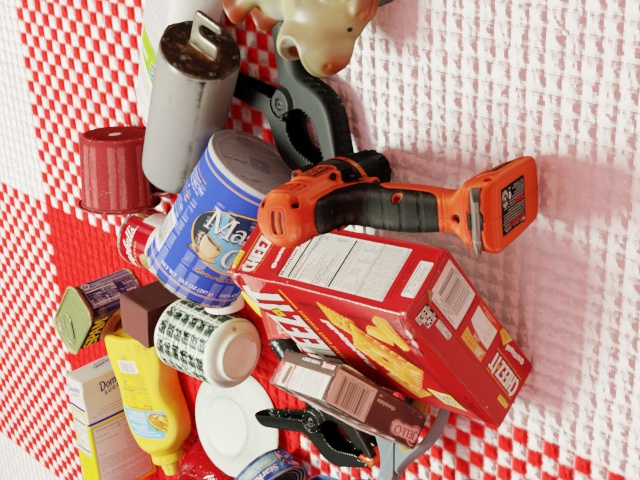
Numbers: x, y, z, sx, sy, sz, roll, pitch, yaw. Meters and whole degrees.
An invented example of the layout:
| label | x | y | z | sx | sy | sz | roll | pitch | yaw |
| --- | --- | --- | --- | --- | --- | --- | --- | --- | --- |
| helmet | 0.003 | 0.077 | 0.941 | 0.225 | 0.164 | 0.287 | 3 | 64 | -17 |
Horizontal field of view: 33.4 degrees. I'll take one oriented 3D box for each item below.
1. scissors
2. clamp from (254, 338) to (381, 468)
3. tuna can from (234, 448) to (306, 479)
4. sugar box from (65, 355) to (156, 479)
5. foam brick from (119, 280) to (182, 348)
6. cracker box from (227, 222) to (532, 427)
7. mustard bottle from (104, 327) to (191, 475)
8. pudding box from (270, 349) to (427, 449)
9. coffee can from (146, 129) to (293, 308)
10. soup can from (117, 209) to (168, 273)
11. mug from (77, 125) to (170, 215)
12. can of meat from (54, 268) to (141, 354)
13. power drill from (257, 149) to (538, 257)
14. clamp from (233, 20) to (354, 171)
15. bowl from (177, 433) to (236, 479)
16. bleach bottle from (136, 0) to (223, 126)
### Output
| label | x | y | z | sx | sy | sz | roll | pitch | yaw |
| --- | --- | --- | --- | --- | --- | --- | --- | --- | --- |
| scissors | 0.052 | 0.210 | 0.973 | 0.202 | 0.016 | 0.096 | -58 | 33 | 3 |
| clamp | -0.005 | 0.184 | 1.097 | 0.172 | 0.039 | 0.120 | 42 | 137 | 28 |
| tuna can | -0.058 | 0.268 | 1.164 | 0.034 | 0.085 | 0.086 | 44 | 136 | 30 |
| sugar box | -0.272 | 0.240 | 1.396 | 0.048 | 0.093 | 0.176 | 15 | 118 | 45 |
| foam brick | -0.183 | 0.081 | 1.226 | 0.053 | 0.078 | 0.051 | 28 | 126 | 39 |
| cracker box | 0.047 | 0.066 | 0.895 | 0.214 | 0.072 | 0.164 | 11 | 150 | 46 |
| mustard bottle | -0.206 | 0.203 | 1.327 | 0.096 | 0.058 | 0.191 | -1 | 107 | 39 |
| pudding box | 0.025 | 0.140 | 0.942 | 0.113 | 0.039 | 0.090 | 35 | 164 | -30 |
| coffee can | -0.090 | -0.020 | 1.017 | 0.103 | 0.102 | 0.140 | 47 | 120 | 24 |
| soup can | -0.168 | 0.009 | 1.181 | 0.102 | 0.068 | 0.068 | 21 | 123 | 42 |
| mug | -0.214 | -0.079 | 1.187 | 0.117 | 0.093 | 0.081 | 6 | 110 | 15 |
| can of meat | -0.275 | 0.086 | 1.331 | 0.057 | 0.083 | 0.102 | 54 | 140 | 17 |
| power drill | 0.069 | -0.035 | 0.830 | 0.188 | 0.184 | 0.057 | 1 | 109 | 28 |
| clamp | -0.024 | -0.136 | 0.965 | 0.210 | 0.036 | 0.165 | 55 | 141 | 21 |
| bowl | -0.125 | 0.311 | 1.289 | 0.162 | 0.055 | 0.162 | 26 | 126 | 41 |
| bleach bottle | -0.143 | -0.208 | 1.049 | 0.251 | 0.068 | 0.102 | 116 | 141 | -49 |
